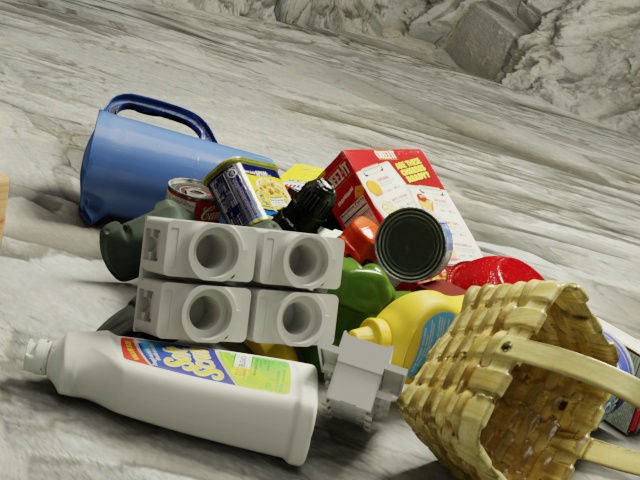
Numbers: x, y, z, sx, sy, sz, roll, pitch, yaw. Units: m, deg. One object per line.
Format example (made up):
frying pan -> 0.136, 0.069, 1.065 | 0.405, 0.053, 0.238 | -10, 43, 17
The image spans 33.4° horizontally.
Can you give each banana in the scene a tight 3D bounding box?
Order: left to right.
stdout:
banana -> -0.074, 0.100, 1.090 | 0.069, 0.037, 0.198 | -26, 38, -33

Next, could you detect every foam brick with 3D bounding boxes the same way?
foam brick -> 0.134, 0.090, 1.209 | 0.053, 0.078, 0.051 | 28, 23, 34

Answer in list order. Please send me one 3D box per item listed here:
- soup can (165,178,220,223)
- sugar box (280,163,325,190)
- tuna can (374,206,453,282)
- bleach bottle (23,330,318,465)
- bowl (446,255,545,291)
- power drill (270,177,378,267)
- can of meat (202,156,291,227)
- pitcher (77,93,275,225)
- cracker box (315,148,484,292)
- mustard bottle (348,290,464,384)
soup can -> -0.155, -0.014, 1.247 | 0.068, 0.102, 0.068 | 14, 18, -5
sugar box -> -0.018, -0.075, 1.620 | 0.093, 0.048, 0.176 | 10, 15, 10
tuna can -> 0.107, 0.005, 1.215 | 0.086, 0.086, 0.033 | 23, 9, 23
bleach bottle -> -0.130, 0.126, 0.920 | 0.250, 0.068, 0.102 | 11, 18, -4
bowl -> 0.230, 0.072, 1.268 | 0.162, 0.055, 0.162 | 26, 36, -21
power drill -> -0.005, 0.007, 1.207 | 0.187, 0.185, 0.057 | 4, 42, -54
can of meat -> -0.073, -0.041, 1.206 | 0.101, 0.058, 0.084 | 7, 51, -57
pitcher -> -0.183, -0.087, 1.372 | 0.242, 0.149, 0.145 | 12, 19, -13
cracker box -> 0.109, -0.011, 1.348 | 0.163, 0.072, 0.214 | -6, 60, -47
mustard bottle -> 0.110, 0.096, 1.057 | 0.191, 0.096, 0.058 | 1, 27, -32
